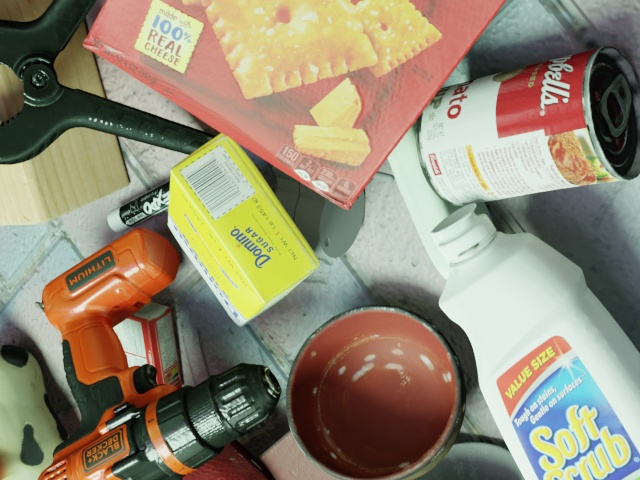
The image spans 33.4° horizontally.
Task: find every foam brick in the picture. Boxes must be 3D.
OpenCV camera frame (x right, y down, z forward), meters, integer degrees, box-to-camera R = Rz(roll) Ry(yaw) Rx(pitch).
[{"bbox_3d":[0.005,0.142,0.741,0.051,0.052,0.078,50,131,8],"label":"foam brick"}]

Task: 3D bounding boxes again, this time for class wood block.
[{"bbox_3d":[-0.224,-0.122,0.768,0.091,0.090,0.206,0,110,38],"label":"wood block"}]

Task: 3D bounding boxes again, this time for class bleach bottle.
[{"bbox_3d":[0.136,0.093,0.587,0.103,0.068,0.251,-29,100,38],"label":"bleach bottle"}]

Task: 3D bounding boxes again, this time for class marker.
[{"bbox_3d":[-0.113,-0.032,0.772,0.121,0.020,0.020,-23,96,41],"label":"marker"}]

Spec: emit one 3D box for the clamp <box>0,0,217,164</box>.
[{"bbox_3d":[-0.175,-0.098,0.700,0.164,0.210,0.036,65,174,-11],"label":"clamp"}]

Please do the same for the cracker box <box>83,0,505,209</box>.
[{"bbox_3d":[0.006,-0.142,0.518,0.164,0.072,0.214,33,120,-7],"label":"cracker box"}]

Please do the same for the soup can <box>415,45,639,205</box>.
[{"bbox_3d":[0.110,-0.057,0.560,0.102,0.068,0.068,-9,105,40],"label":"soup can"}]

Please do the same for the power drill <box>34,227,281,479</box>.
[{"bbox_3d":[-0.122,0.082,0.732,0.184,0.057,0.188,-30,48,13],"label":"power drill"}]

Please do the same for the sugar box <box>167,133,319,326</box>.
[{"bbox_3d":[-0.055,0.001,0.666,0.093,0.048,0.176,55,165,3],"label":"sugar box"}]

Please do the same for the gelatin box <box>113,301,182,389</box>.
[{"bbox_3d":[-0.155,0.080,0.849,0.089,0.030,0.073,12,119,33],"label":"gelatin box"}]
